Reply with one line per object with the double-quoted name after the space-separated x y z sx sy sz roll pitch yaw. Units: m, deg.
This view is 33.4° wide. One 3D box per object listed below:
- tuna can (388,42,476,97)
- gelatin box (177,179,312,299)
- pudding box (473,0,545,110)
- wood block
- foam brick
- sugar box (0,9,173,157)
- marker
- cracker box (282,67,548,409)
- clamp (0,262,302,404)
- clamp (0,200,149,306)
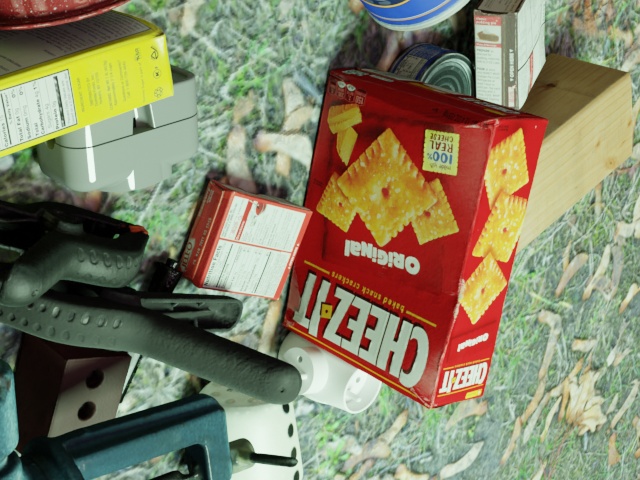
0.089 -0.115 0.867 0.085 0.034 0.086 -23 125 -38 "tuna can"
-0.055 0.001 0.773 0.089 0.030 0.073 13 101 -49 "gelatin box"
0.158 -0.169 0.885 0.113 0.039 0.090 -57 146 -51 "pudding box"
0.180 -0.074 0.941 0.205 0.091 0.090 -36 132 -29 "wood block"
-0.164 0.100 0.688 0.052 0.051 0.078 4 106 -48 "foam brick"
-0.174 -0.078 0.556 0.175 0.093 0.048 -29 128 -34 "sugar box"
-0.127 0.068 0.738 0.020 0.020 0.121 26 90 -50 "marker"
0.062 -0.007 0.791 0.071 0.164 0.214 -5 112 -44 "cracker box"
-0.123 0.045 0.659 0.209 0.165 0.036 15 96 -13 "clamp"
-0.152 0.005 0.608 0.171 0.120 0.039 7 118 -52 "clamp"
